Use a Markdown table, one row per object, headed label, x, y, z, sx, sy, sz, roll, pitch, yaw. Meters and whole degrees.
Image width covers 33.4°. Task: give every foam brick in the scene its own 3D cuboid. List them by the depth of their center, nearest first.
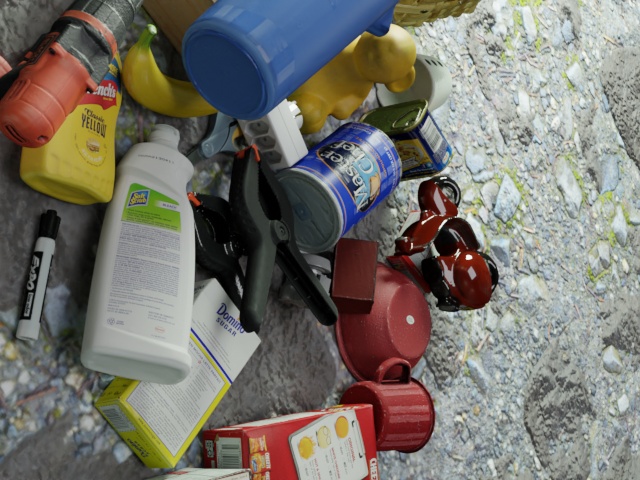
| label | x | y | z | sx | sy | sz | roll | pitch | yaw |
| --- | --- | --- | --- | --- | --- | --- | --- | --- | --- |
| foam brick | 0.039 | 0.042 | 1.252 | 0.053 | 0.051 | 0.078 | 101 | -5 | -69 |

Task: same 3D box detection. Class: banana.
| label | x | y | z | sx | sy | sz | roll | pitch | yaw |
| --- | --- | --- | --- | --- | --- | --- | --- | --- | --- |
| banana | -0.145 | -0.153 | 1.063 | 0.037 | 0.070 | 0.197 | 66 | 13 | 16 |

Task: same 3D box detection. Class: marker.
| label | x | y | z | sx | sy | sz | roll | pitch | yaw |
| --- | --- | --- | --- | --- | --- | --- | --- | --- | --- |
| marker | -0.253 | 0.030 | 0.962 | 0.020 | 0.020 | 0.121 | 25 | 65 | -44 |

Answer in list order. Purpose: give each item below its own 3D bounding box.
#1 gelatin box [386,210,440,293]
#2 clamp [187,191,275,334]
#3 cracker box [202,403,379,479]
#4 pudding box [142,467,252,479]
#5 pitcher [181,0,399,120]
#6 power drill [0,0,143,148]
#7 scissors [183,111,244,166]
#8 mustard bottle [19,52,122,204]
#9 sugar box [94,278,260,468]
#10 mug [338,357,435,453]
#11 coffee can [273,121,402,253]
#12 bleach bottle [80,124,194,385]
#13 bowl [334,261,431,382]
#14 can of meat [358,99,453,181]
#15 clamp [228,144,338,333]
| label | x | y | z | sx | sy | sz | roll | pitch | yaw |
| --- | --- | --- | --- | --- | --- | --- | --- | --- | --- |
| gelatin box | 0.130 | 0.014 | 1.399 | 0.073 | 0.030 | 0.089 | 51 | 49 | -29 |
| clamp | -0.093 | 0.005 | 1.138 | 0.171 | 0.039 | 0.120 | 60 | 34 | -27 |
| cracker box | -0.026 | 0.270 | 1.143 | 0.213 | 0.072 | 0.164 | 0 | 84 | -50 |
| pudding box | -0.132 | 0.243 | 1.010 | 0.113 | 0.090 | 0.039 | -4 | 86 | -50 |
| pitcher | -0.032 | -0.233 | 1.048 | 0.242 | 0.149 | 0.145 | -49 | 162 | -37 |
| power drill | -0.241 | -0.142 | 0.878 | 0.057 | 0.188 | 0.184 | 49 | 52 | -30 |
| scissors | -0.124 | -0.117 | 1.139 | 0.201 | 0.016 | 0.096 | -20 | 97 | -49 |
| mustard bottle | -0.225 | -0.136 | 0.992 | 0.096 | 0.058 | 0.191 | 26 | 63 | -56 |
| sugar box | -0.137 | 0.129 | 1.059 | 0.093 | 0.048 | 0.176 | 57 | 43 | -23 |
| mug | 0.077 | 0.195 | 1.255 | 0.081 | 0.093 | 0.117 | 6 | 101 | -44 |
| coffee can | 0.016 | -0.063 | 1.223 | 0.140 | 0.103 | 0.103 | -41 | 114 | -45 |
| bleach bottle | -0.158 | 0.004 | 1.015 | 0.102 | 0.068 | 0.251 | 14 | 62 | -16 |
| bowl | 0.089 | 0.102 | 1.317 | 0.161 | 0.055 | 0.162 | 12 | 75 | -48 |
| can of meat | 0.106 | -0.123 | 1.341 | 0.084 | 0.102 | 0.057 | 54 | 48 | -31 |
| clamp | -0.057 | 0.001 | 1.122 | 0.164 | 0.036 | 0.210 | -10 | 80 | -61 |
